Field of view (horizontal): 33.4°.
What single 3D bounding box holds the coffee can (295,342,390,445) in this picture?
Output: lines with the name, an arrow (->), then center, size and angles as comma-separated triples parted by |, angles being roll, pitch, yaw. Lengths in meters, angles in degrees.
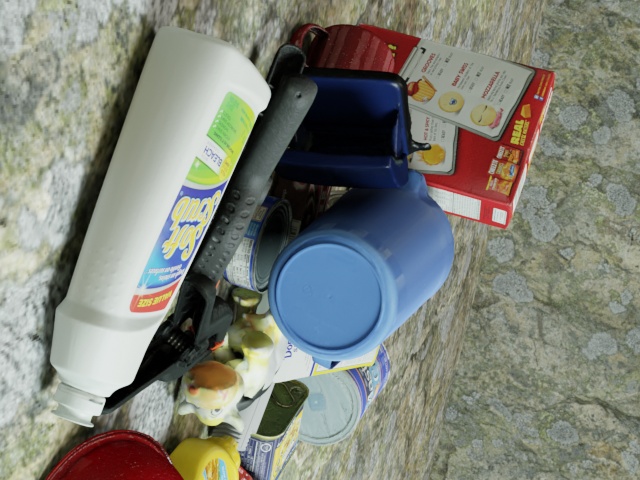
coffee can -> 0.016, 0.165, 1.244 | 0.140, 0.103, 0.103 | -35, 138, -68

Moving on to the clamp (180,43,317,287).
clamp -> -0.055, -0.054, 0.825 | 0.164, 0.036, 0.210 | -90, -155, -66

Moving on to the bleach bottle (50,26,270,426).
bleach bottle -> -0.110, -0.004, 0.686 | 0.102, 0.068, 0.251 | 45, 63, -73

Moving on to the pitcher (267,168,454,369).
pitcher -> 0.034, 0.034, 0.949 | 0.149, 0.145, 0.242 | 69, 18, -4

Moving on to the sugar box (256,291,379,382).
sugar box -> 0.000, 0.091, 1.111 | 0.175, 0.048, 0.093 | 1, 107, -49

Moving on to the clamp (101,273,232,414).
clamp -> -0.112, 0.080, 0.787 | 0.120, 0.039, 0.171 | -41, 169, -3

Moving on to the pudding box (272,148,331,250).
pudding box -> -0.021, -0.028, 1.037 | 0.090, 0.039, 0.113 | 15, 91, -76

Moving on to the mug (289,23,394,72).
mug -> 0.013, -0.149, 0.971 | 0.117, 0.093, 0.081 | 41, 53, -33

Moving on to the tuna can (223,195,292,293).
tuna can -> -0.056, 0.001, 0.945 | 0.086, 0.034, 0.086 | 16, 90, -75

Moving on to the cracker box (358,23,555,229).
cracker box -> 0.116, -0.119, 1.107 | 0.072, 0.214, 0.164 | 76, 33, -65

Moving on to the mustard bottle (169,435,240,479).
mustard bottle -> -0.116, 0.223, 0.902 | 0.191, 0.058, 0.096 | -48, 144, -59

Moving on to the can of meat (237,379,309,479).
can of meat -> -0.056, 0.201, 1.108 | 0.102, 0.057, 0.084 | -50, 154, -56

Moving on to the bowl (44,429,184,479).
bowl -> -0.132, 0.215, 0.735 | 0.161, 0.055, 0.162 | -16, 109, -53
